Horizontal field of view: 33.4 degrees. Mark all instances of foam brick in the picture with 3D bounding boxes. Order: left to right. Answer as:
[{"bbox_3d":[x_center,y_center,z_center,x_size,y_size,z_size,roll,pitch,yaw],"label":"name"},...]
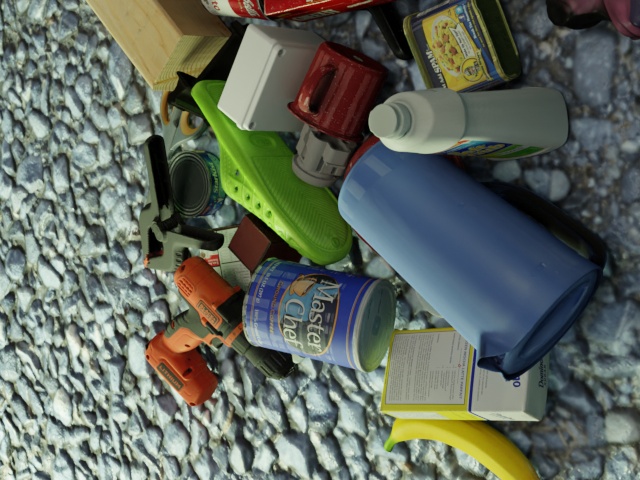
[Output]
[{"bbox_3d":[-0.058,0.002,1.254,0.053,0.078,0.051,45,121,25],"label":"foam brick"}]

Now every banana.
[{"bbox_3d":[0.149,0.214,1.128,0.198,0.037,0.069,12,120,41],"label":"banana"}]

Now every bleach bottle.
[{"bbox_3d":[0.125,-0.107,0.970,0.103,0.250,0.068,-7,90,41],"label":"bleach bottle"}]

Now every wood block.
[{"bbox_3d":[-0.212,-0.290,1.345,0.206,0.090,0.090,52,125,23],"label":"wood block"}]

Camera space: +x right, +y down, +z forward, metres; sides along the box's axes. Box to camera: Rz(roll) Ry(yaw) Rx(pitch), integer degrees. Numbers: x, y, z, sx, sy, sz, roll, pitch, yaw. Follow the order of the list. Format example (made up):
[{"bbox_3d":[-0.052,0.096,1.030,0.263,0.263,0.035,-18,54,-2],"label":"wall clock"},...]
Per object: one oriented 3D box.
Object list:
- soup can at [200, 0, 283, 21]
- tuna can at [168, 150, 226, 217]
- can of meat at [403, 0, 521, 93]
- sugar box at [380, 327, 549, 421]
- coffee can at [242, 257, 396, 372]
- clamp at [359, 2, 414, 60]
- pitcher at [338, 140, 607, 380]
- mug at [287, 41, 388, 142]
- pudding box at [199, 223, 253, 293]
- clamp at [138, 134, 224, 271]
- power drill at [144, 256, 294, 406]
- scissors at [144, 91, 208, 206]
[{"bbox_3d":[-0.086,-0.295,1.252,0.102,0.068,0.068,15,104,39],"label":"soup can"},{"bbox_3d":[-0.158,-0.072,1.360,0.086,0.033,0.086,5,98,40],"label":"tuna can"},{"bbox_3d":[0.143,-0.193,1.065,0.084,0.057,0.102,-18,97,38],"label":"can of meat"},{"bbox_3d":[0.148,0.136,1.095,0.177,0.048,0.093,-5,67,39],"label":"sugar box"},{"bbox_3d":[0.000,0.081,1.175,0.140,0.102,0.103,11,102,25],"label":"coffee can"},{"bbox_3d":[0.058,-0.269,1.151,0.172,0.039,0.120,27,107,39],"label":"clamp"},{"bbox_3d":[0.141,0.001,1.011,0.243,0.149,0.145,43,106,24],"label":"pitcher"},{"bbox_3d":[0.015,-0.163,1.151,0.093,0.117,0.081,35,111,25],"label":"mug"},{"bbox_3d":[-0.104,0.037,1.323,0.090,0.039,0.113,-8,92,42],"label":"pudding box"},{"bbox_3d":[-0.195,-0.029,1.347,0.164,0.036,0.210,62,150,8],"label":"clamp"},{"bbox_3d":[-0.130,0.130,1.314,0.184,0.057,0.188,47,135,8],"label":"power drill"},{"bbox_3d":[-0.188,-0.114,1.393,0.096,0.016,0.202,22,109,37],"label":"scissors"}]
